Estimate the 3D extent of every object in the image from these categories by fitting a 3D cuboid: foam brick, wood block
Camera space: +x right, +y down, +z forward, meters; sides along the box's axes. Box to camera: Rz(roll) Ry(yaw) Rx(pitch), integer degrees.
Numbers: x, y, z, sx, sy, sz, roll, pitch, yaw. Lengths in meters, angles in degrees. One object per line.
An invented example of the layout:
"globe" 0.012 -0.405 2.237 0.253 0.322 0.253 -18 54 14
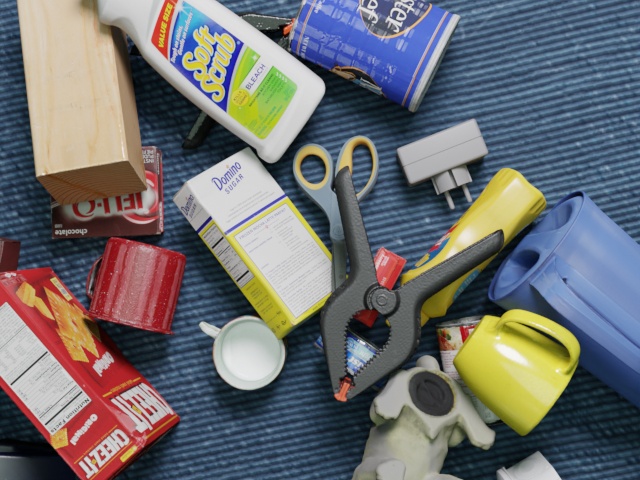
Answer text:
"foam brick" -0.355 0.018 1.092 0.078 0.053 0.051 12 89 3
"wood block" -0.234 -0.151 1.045 0.090 0.091 0.206 -10 74 0

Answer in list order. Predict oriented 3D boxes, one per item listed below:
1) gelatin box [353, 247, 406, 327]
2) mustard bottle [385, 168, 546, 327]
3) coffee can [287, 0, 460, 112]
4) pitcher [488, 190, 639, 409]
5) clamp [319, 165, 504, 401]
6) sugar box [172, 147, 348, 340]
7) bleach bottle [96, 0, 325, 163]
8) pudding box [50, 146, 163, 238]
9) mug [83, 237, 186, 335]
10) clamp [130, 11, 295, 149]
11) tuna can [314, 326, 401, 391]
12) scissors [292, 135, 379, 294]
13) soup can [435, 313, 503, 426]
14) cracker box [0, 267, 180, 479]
"gelatin box" 0.054 0.045 1.049 0.030 0.089 0.073 29 91 3
"mustard bottle" 0.135 0.017 1.042 0.058 0.096 0.191 43 92 3
"coffee can" 0.052 -0.202 1.048 0.140 0.103 0.103 26 90 4
"pitcher" 0.288 0.079 1.002 0.243 0.145 0.149 39 63 -4
"clamp" 0.050 0.044 0.984 0.164 0.036 0.210 30 94 4
"sugar box" -0.057 0.001 1.059 0.093 0.048 0.176 -34 83 -40
"bleach bottle" -0.122 -0.182 1.023 0.250 0.068 0.103 32 102 -20
"pudding box" -0.218 -0.048 1.092 0.113 0.039 0.090 -3 88 3
"mug" -0.191 0.043 1.072 0.117 0.093 0.081 9 83 40
"clamp" -0.095 -0.170 1.089 0.171 0.039 0.120 -19 105 1
"tuna can" 0.038 0.113 1.051 0.086 0.086 0.034 35 89 3
"scissors" 0.002 -0.018 1.061 0.096 0.016 0.201 14 70 11
"soup can" 0.155 0.127 1.052 0.068 0.068 0.102 -10 89 3
"cracker box" -0.241 0.125 1.028 0.072 0.164 0.214 -43 87 3
